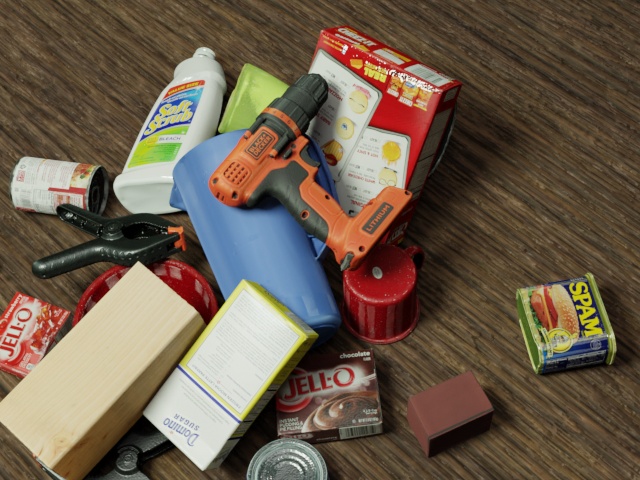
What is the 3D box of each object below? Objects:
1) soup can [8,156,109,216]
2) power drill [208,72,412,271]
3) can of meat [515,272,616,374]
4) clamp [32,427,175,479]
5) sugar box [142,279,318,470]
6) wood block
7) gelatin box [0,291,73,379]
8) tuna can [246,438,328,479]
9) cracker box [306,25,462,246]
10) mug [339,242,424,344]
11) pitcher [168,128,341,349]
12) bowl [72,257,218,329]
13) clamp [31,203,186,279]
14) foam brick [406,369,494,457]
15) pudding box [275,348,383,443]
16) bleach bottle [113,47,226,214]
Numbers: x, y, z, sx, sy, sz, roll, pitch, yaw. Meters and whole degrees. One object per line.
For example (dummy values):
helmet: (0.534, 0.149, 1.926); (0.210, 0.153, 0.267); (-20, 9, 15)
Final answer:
soup can: (-0.318, -0.064, 1.302); (0.102, 0.068, 0.068); (8, 57, 9)
power drill: (0.002, -0.071, 1.136); (0.188, 0.057, 0.184); (36, 70, 7)
can of meat: (0.267, 0.092, 1.172); (0.084, 0.057, 0.102); (-10, 56, 0)
clamp: (-0.192, 0.226, 1.121); (0.210, 0.036, 0.164); (10, 57, 6)
sugar box: (-0.092, 0.137, 1.088); (0.093, 0.048, 0.176); (40, 98, 19)
wood block: (-0.216, 0.136, 1.086); (0.091, 0.090, 0.206); (37, 75, 19)
gelatin box: (-0.333, 0.110, 1.210); (0.073, 0.030, 0.089); (18, 59, 15)
tuna can: (-0.033, 0.248, 1.099); (0.086, 0.034, 0.086); (-2, 56, 2)
cracker box: (0.050, -0.117, 1.233); (0.164, 0.214, 0.072); (30, 29, 21)
mug: (0.075, 0.049, 1.196); (0.117, 0.081, 0.093); (-39, 63, -20)
pitcher: (-0.058, 0.001, 1.186); (0.144, 0.149, 0.243); (-10, 67, -31)
bowl: (-0.191, 0.099, 1.194); (0.162, 0.055, 0.162); (-2, 57, 2)
clamp: (-0.240, -0.007, 1.224); (0.171, 0.039, 0.120); (-5, 46, -2)
foam brick: (0.135, 0.183, 1.122); (0.078, 0.053, 0.051); (-22, 58, -12)
pudding box: (0.007, 0.168, 1.146); (0.113, 0.039, 0.090); (-6, 56, 0)
bleach bottle: (-0.180, -0.149, 1.353); (0.103, 0.068, 0.250); (-5, 50, 19)
